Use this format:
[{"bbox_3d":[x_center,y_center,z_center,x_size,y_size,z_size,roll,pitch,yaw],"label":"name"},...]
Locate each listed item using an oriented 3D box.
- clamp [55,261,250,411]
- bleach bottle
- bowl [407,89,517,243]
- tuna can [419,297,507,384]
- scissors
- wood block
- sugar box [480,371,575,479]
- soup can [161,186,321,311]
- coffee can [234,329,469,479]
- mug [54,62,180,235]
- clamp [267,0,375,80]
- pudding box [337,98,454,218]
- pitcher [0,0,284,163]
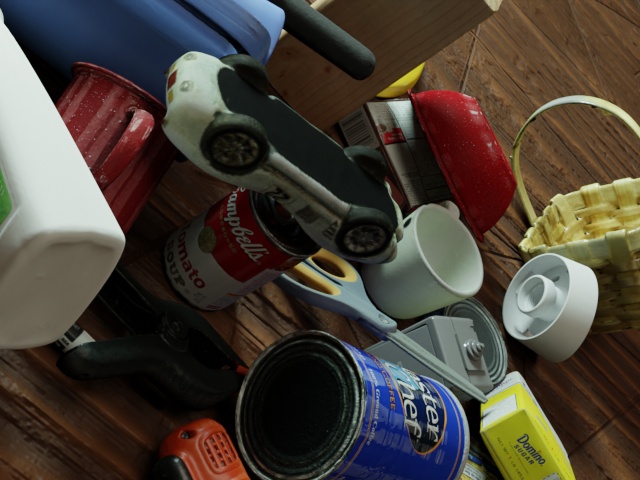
[{"bbox_3d":[-0.107,0.069,0.678,0.171,0.039,0.120,38,30,-31],"label":"clamp"},{"bbox_3d":[-0.202,-0.064,0.625,0.067,0.103,0.251,7,42,-49],"label":"bleach bottle"},{"bbox_3d":[0.141,-0.081,1.004,0.162,0.055,0.162,59,13,-23],"label":"bowl"},{"bbox_3d":[0.126,0.093,0.948,0.086,0.034,0.086,28,46,-34],"label":"tuna can"},{"bbox_3d":[0.046,0.056,0.828,0.202,0.016,0.096,29,23,6],"label":"scissors"},{"bbox_3d":[0.053,-0.191,0.919,0.090,0.206,0.090,48,38,-14],"label":"wood block"},{"bbox_3d":[0.171,0.168,0.878,0.093,0.048,0.176,60,11,2],"label":"sugar box"},{"bbox_3d":[-0.055,0.001,0.749,0.068,0.102,0.068,28,47,-34],"label":"soup can"},{"bbox_3d":[0.025,0.128,0.730,0.140,0.103,0.103,29,45,-49],"label":"coffee can"},{"bbox_3d":[-0.136,-0.054,0.674,0.093,0.117,0.081,37,74,-24],"label":"mug"},{"bbox_3d":[-0.066,-0.200,0.824,0.209,0.165,0.036,37,80,-47],"label":"clamp"},{"bbox_3d":[0.073,-0.077,1.002,0.089,0.039,0.113,-12,77,-54],"label":"pudding box"},{"bbox_3d":[-0.149,-0.172,0.724,0.242,0.149,0.145,34,31,-21],"label":"pitcher"}]
